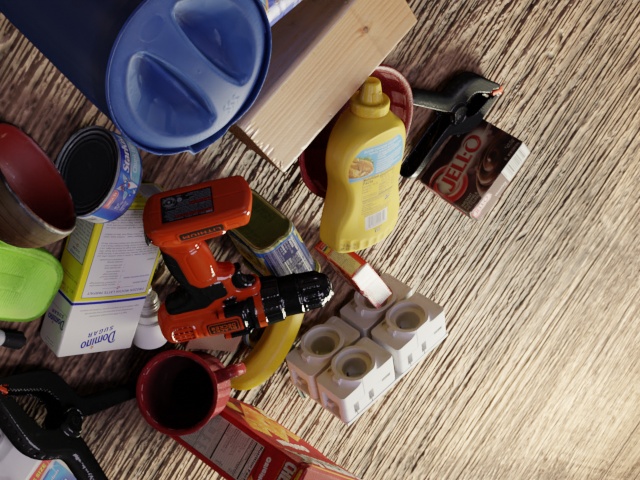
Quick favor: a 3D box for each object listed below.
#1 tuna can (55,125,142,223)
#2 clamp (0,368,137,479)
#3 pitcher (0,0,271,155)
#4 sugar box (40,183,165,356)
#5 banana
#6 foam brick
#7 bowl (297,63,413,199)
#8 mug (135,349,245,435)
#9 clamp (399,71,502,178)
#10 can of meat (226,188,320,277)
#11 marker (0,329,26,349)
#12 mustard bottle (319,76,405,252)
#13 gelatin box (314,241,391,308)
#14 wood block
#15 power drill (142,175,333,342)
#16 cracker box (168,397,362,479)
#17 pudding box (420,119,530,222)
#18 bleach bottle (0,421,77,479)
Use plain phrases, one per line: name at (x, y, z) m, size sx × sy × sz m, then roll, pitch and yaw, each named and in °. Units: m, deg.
tuna can at (-0.202, -0.059, 0.970) m, size 0.033 × 0.086 × 0.086 m, roll 21°, pitch 104°, yaw -52°
clamp at (-0.260, 0.184, 1.107) m, size 0.036 × 0.164 × 0.209 m, roll -24°, pitch 131°, yaw 30°
pitcher at (-0.158, -0.181, 0.791) m, size 0.144 × 0.243 × 0.149 m, roll 11°, pitch 111°, yaw -49°
sugar box at (-0.213, 0.029, 1.063) m, size 0.093 × 0.048 × 0.176 m, roll -2°, pitch 124°, yaw -46°
banana at (-0.057, 0.106, 1.260) m, size 0.069 × 0.037 × 0.198 m, roll 16°, pitch 108°, yaw -47°
foam brick at (-0.127, 0.088, 1.189) m, size 0.078 × 0.051 × 0.053 m, roll 12°, pitch 109°, yaw -49°
bowl at (0.025, -0.127, 1.167) m, size 0.161 × 0.055 × 0.162 m, roll -26°, pitch 135°, yaw -29°
mug at (-0.137, 0.160, 1.184) m, size 0.117 × 0.093 × 0.081 m, roll -25°, pitch 174°, yaw 9°
clamp at (0.151, -0.161, 1.282) m, size 0.171 × 0.039 × 0.120 m, roll -40°, pitch 145°, yaw -24°
can of meat at (-0.058, 0.001, 1.151) m, size 0.057 × 0.102 × 0.084 m, roll -42°, pitch 139°, yaw -12°
marker at (-0.331, 0.088, 1.012) m, size 0.120 × 0.020 × 0.020 m, roll 17°, pitch 106°, yaw -50°
mustard bottle at (0.047, -0.084, 1.129) m, size 0.096 × 0.058 × 0.192 m, roll -25°, pitch 135°, yaw -33°
gelatin box at (0.040, 0.038, 1.299) m, size 0.030 × 0.073 × 0.089 m, roll -47°, pitch 142°, yaw -5°
wood block at (-0.014, -0.182, 1.058) m, size 0.206 × 0.090 × 0.090 m, roll -49°, pitch 141°, yaw -4°
power drill at (-0.087, 0.023, 1.055) m, size 0.184 × 0.057 × 0.187 m, roll -14°, pitch 136°, yaw -1°
cracker box at (-0.059, 0.257, 1.259) m, size 0.164 × 0.214 × 0.072 m, roll 32°, pitch 85°, yaw -51°
pudding box at (0.194, -0.092, 1.337) m, size 0.113 × 0.090 × 0.039 m, roll -52°, pitch 143°, yaw 0°
bleach bottle at (-0.303, 0.266, 1.147) m, size 0.102 × 0.068 × 0.250 m, roll -44°, pitch 139°, yaw -13°
